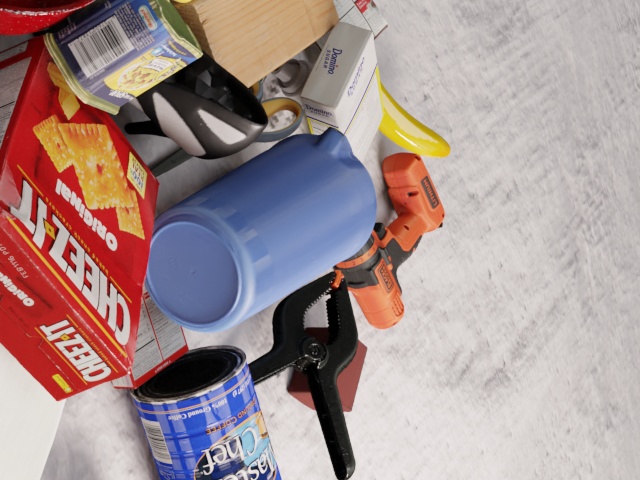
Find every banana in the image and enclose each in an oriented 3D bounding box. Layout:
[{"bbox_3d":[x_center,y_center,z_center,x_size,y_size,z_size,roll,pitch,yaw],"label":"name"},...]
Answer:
[{"bbox_3d":[0.078,-0.162,1.228,0.069,0.037,0.197,-41,105,-18],"label":"banana"}]

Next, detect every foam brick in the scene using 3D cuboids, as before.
[{"bbox_3d":[0.009,0.136,1.123,0.051,0.053,0.078,46,51,-44],"label":"foam brick"}]

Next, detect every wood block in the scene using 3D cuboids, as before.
[{"bbox_3d":[-0.077,-0.201,0.992,0.205,0.090,0.091,-44,122,-48],"label":"wood block"}]

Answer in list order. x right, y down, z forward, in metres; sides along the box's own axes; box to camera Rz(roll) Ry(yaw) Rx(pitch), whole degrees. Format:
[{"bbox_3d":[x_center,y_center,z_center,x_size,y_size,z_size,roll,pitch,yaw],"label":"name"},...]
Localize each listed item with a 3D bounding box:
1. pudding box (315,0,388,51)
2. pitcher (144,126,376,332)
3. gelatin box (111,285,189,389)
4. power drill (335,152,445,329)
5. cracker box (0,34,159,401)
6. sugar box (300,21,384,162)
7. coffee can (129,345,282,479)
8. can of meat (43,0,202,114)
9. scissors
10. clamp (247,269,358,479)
[{"bbox_3d":[0.015,-0.253,1.158,0.113,0.039,0.089,53,45,-14],"label":"pudding box"},{"bbox_3d":[-0.056,0.001,0.951,0.242,0.145,0.149,-34,109,-60],"label":"pitcher"},{"bbox_3d":[-0.156,0.070,0.905,0.073,0.030,0.089,-35,116,-50],"label":"gelatin box"},{"bbox_3d":[0.070,-0.020,1.227,0.187,0.057,0.184,-55,131,-41],"label":"power drill"},{"bbox_3d":[-0.190,-0.022,0.759,0.213,0.072,0.164,-93,157,-50],"label":"cracker box"},{"bbox_3d":[0.025,-0.141,1.103,0.093,0.048,0.176,-65,163,-16],"label":"sugar box"},{"bbox_3d":[-0.095,0.175,0.921,0.102,0.103,0.140,-36,116,-51],"label":"coffee can"},{"bbox_3d":[-0.141,-0.141,0.780,0.057,0.084,0.102,60,6,4],"label":"can of meat"},{"bbox_3d":[-0.108,-0.108,0.991,0.201,0.016,0.096,-19,60,-31],"label":"scissors"},{"bbox_3d":[-0.023,0.114,1.049,0.164,0.036,0.210,25,55,-18],"label":"clamp"}]
